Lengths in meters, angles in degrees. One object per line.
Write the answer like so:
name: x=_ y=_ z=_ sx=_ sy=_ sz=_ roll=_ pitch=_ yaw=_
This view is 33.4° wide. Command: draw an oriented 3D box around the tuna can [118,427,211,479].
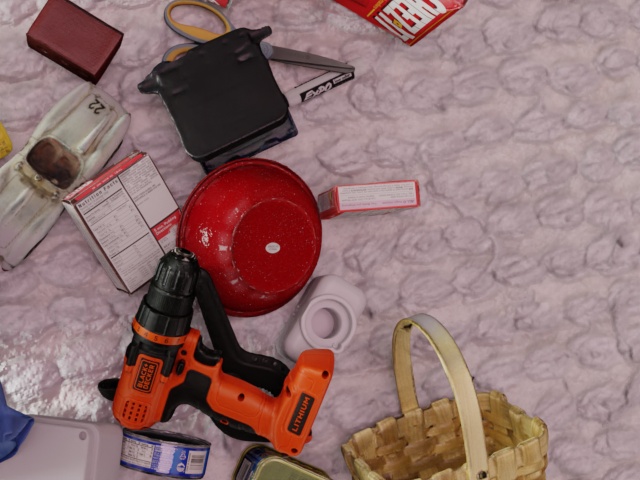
tuna can: x=-0.149 y=0.202 z=1.015 sx=0.086 sy=0.086 sz=0.034 roll=12 pitch=85 yaw=-12

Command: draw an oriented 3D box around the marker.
marker: x=-0.008 y=-0.159 z=1.109 sx=0.121 sy=0.020 sz=0.020 roll=-27 pitch=92 yaw=-14

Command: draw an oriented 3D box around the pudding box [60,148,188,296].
pudding box: x=-0.181 y=-0.017 z=1.025 sx=0.090 sy=0.039 sz=0.113 roll=-37 pitch=116 yaw=-19

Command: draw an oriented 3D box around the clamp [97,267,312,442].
clamp: x=-0.100 y=0.143 z=1.044 sx=0.210 sy=0.036 sz=0.165 roll=42 pitch=104 yaw=-17

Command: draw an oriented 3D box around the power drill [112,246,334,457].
power drill: x=-0.086 y=0.111 z=0.984 sx=0.187 sy=0.057 sz=0.184 roll=19 pitch=112 yaw=-4

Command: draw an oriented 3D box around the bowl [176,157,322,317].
bowl: x=-0.057 y=0.001 z=1.042 sx=0.161 sy=0.055 sz=0.162 roll=-5 pitch=100 yaw=-28

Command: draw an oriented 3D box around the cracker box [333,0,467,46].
cracker box: x=0.037 y=-0.286 z=1.056 sx=0.213 sy=0.164 sz=0.072 roll=29 pitch=81 yaw=-10

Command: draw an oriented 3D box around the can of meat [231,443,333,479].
can of meat: x=-0.030 y=0.242 z=1.041 sx=0.102 sy=0.084 sz=0.057 roll=25 pitch=81 yaw=-10

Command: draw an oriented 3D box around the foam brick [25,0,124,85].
foam brick: x=-0.239 y=-0.195 z=1.041 sx=0.078 sy=0.053 sz=0.051 roll=31 pitch=79 yaw=-8

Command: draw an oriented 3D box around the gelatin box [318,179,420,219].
gelatin box: x=0.049 y=-0.042 z=1.086 sx=0.089 sy=0.073 sz=0.030 roll=-6 pitch=87 yaw=-14

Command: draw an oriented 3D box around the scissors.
scissors: x=-0.074 y=-0.179 z=1.091 sx=0.201 sy=0.016 sz=0.096 roll=26 pitch=84 yaw=-5
